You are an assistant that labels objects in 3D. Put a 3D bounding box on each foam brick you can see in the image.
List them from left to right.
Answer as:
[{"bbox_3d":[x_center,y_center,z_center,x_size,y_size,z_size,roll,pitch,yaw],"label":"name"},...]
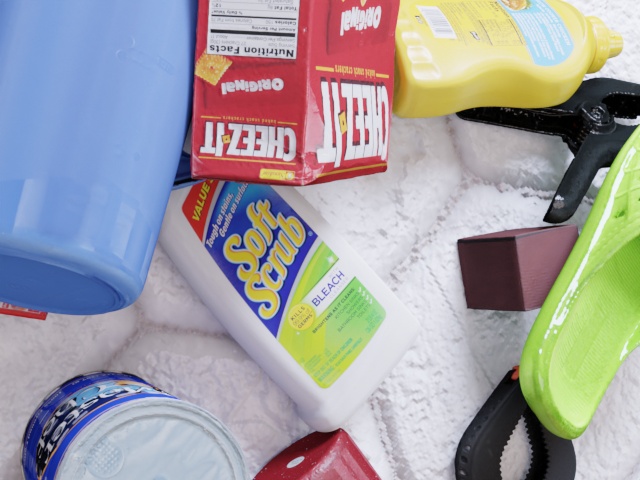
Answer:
[{"bbox_3d":[0.138,0.019,0.737,0.052,0.078,0.051,-10,92,-22],"label":"foam brick"}]

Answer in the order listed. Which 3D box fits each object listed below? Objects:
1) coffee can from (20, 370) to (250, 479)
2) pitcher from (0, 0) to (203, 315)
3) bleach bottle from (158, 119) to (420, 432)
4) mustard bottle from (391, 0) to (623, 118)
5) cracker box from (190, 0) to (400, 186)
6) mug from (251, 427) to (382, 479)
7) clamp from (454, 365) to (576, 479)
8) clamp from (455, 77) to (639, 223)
[{"bbox_3d":[-0.109,0.132,0.603,0.102,0.140,0.103,0,90,-22],"label":"coffee can"},{"bbox_3d":[-0.115,-0.085,0.568,0.149,0.145,0.243,8,69,4],"label":"pitcher"},{"bbox_3d":[-0.054,0.001,0.670,0.250,0.068,0.102,45,77,-13],"label":"bleach bottle"},{"bbox_3d":[0.125,-0.131,0.730,0.191,0.058,0.096,-7,50,-22],"label":"mustard bottle"},{"bbox_3d":[-0.003,-0.141,0.596,0.072,0.164,0.214,6,98,19],"label":"cracker box"},{"bbox_3d":[0.002,0.176,0.666,0.093,0.117,0.081,-33,98,17],"label":"mug"},{"bbox_3d":[0.143,0.197,0.760,0.164,0.036,0.210,16,83,-21],"label":"clamp"},{"bbox_3d":[0.191,-0.070,0.757,0.171,0.039,0.120,-12,62,-21],"label":"clamp"}]
